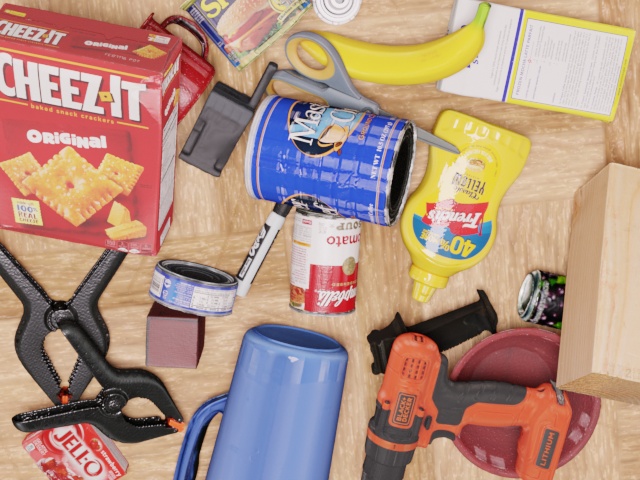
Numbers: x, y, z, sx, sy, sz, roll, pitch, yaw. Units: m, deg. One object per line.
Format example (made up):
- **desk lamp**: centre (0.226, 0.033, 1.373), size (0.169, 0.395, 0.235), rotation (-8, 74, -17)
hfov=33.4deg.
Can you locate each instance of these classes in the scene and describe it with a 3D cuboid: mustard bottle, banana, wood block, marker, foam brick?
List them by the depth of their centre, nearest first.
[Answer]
- **banana**: centre (0.075, -0.181, 1.021), size (0.198, 0.037, 0.069), rotation (-4, 110, 26)
- **wood block**: centre (0.293, 0.044, 1.025), size (0.090, 0.091, 0.206), rotation (12, 71, -5)
- **mustard bottle**: centre (0.132, -0.028, 1.067), size (0.096, 0.058, 0.192), rotation (19, 100, -4)
- **foam brick**: centre (-0.145, 0.092, 1.072), size (0.053, 0.078, 0.051), rotation (3, 101, 0)
- **marker**: centre (-0.057, 0.001, 1.086), size (0.020, 0.020, 0.121), rotation (28, 99, -7)

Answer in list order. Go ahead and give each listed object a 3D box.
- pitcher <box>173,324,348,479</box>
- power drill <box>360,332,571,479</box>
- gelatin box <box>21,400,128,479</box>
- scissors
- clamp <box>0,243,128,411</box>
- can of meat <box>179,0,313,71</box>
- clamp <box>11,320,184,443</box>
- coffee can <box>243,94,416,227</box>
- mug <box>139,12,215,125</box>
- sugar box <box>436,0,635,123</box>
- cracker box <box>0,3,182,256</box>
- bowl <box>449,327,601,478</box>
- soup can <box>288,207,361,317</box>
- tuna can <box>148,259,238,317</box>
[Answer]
- **pitcher**: centre (-0.057, 0.211, 1.081), size (0.149, 0.145, 0.243), rotation (10, 97, -16)
- **power drill**: centre (0.140, 0.193, 1.054), size (0.187, 0.057, 0.184), rotation (11, 109, -4)
- **gelatin box**: centre (-0.256, 0.224, 1.118), size (0.073, 0.030, 0.089), rotation (-32, 101, 4)
- **scissors**: centre (0.042, -0.144, 1.024), size (0.202, 0.016, 0.096), rotation (13, 126, 14)
- **clamp**: centre (-0.273, 0.070, 1.080), size (0.164, 0.036, 0.210), rotation (5, 103, -12)
- **can of meat**: centre (-0.069, -0.225, 1.023), size (0.102, 0.057, 0.084), rotation (-40, 102, 5)
- **clamp**: centre (-0.214, 0.150, 1.081), size (0.171, 0.039, 0.120), rotation (15, 105, -25)
- **coffee can**: centre (0.011, -0.076, 1.010), size (0.140, 0.102, 0.103), rotation (12, 101, 14)
- **mug**: centre (-0.149, -0.165, 1.023), size (0.081, 0.093, 0.117), rotation (37, 61, -13)
- **sugar box**: centre (0.209, -0.177, 1.047), size (0.176, 0.048, 0.093), rotation (11, 100, 0)
- **cracker box**: centre (-0.217, -0.094, 0.977), size (0.164, 0.072, 0.214), rotation (11, 131, 2)
- **bowl**: centre (0.204, 0.162, 1.107), size (0.162, 0.055, 0.162), rotation (0, 101, -2)
- **soup can**: centre (0.005, 0.019, 1.066), size (0.068, 0.068, 0.102), rotation (3, 101, -3)
- **tuna can**: centre (-0.125, 0.046, 1.059), size (0.086, 0.086, 0.034), rotation (14, 99, -5)
